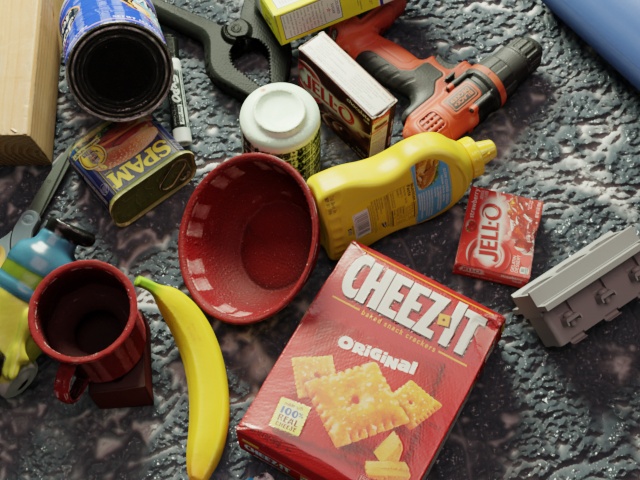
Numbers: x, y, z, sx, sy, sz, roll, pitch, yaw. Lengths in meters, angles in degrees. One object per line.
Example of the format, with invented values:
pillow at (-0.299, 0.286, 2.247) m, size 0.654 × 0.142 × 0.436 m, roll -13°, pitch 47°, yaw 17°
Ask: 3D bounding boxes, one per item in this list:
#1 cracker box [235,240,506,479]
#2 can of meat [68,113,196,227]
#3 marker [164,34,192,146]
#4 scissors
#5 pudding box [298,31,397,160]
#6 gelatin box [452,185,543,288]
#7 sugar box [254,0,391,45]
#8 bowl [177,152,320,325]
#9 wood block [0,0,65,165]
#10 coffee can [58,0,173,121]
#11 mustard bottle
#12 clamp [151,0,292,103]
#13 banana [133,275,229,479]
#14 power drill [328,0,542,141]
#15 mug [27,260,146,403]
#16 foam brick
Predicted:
cracker box at (0.047, 0.128, 0.965) m, size 0.164 × 0.072 × 0.213 m, roll 27°, pitch 68°, yaw 12°
can of meat at (-0.190, -0.078, 1.072) m, size 0.102 × 0.057 × 0.084 m, roll -37°, pitch 67°, yaw -16°
marker at (-0.151, -0.158, 1.114) m, size 0.020 × 0.020 × 0.121 m, roll -8°, pitch 78°, yaw -3°
scissors at (-0.280, -0.003, 1.061) m, size 0.096 × 0.016 × 0.201 m, roll 36°, pitch 71°, yaw 14°
pudding box at (0.025, -0.144, 1.080) m, size 0.039 × 0.090 × 0.113 m, roll -41°, pitch 71°, yaw -17°
gelatin box at (0.174, -0.003, 1.046) m, size 0.073 × 0.030 × 0.089 m, roll 13°, pitch 66°, yaw 7°
sugar box at (0.021, -0.272, 1.108) m, size 0.176 × 0.048 × 0.093 m, roll -21°, pitch 48°, yaw -7°
bowl at (-0.057, 0.001, 1.011) m, size 0.162 × 0.055 × 0.162 m, roll -6°, pitch 78°, yaw 32°
wood block at (-0.320, -0.188, 1.089) m, size 0.091 × 0.090 × 0.206 m, roll 1°, pitch 75°, yaw 2°
coffee can at (-0.207, -0.193, 1.068) m, size 0.102 × 0.103 × 0.140 m, roll -16°, pitch 33°, yaw -7°
mustard bottle at (0.084, -0.054, 1.034) m, size 0.191 × 0.096 × 0.058 m, roll -23°, pitch 46°, yaw -10°
clamp at (-0.100, -0.217, 1.145) m, size 0.164 × 0.036 × 0.210 m, roll -19°, pitch 67°, yaw -6°
banana at (-0.118, 0.123, 0.980) m, size 0.069 × 0.037 × 0.198 m, roll -9°, pitch 71°, yaw -34°
power drill at (0.115, -0.195, 1.120) m, size 0.184 × 0.057 × 0.188 m, roll -40°, pitch 70°, yaw -18°
mug at (-0.201, 0.086, 0.925) m, size 0.093 × 0.081 × 0.117 m, roll 11°, pitch 67°, yaw 7°
foam brick at (-0.185, 0.111, 0.987) m, size 0.053 × 0.051 × 0.078 m, roll -6°, pitch 66°, yaw -2°
